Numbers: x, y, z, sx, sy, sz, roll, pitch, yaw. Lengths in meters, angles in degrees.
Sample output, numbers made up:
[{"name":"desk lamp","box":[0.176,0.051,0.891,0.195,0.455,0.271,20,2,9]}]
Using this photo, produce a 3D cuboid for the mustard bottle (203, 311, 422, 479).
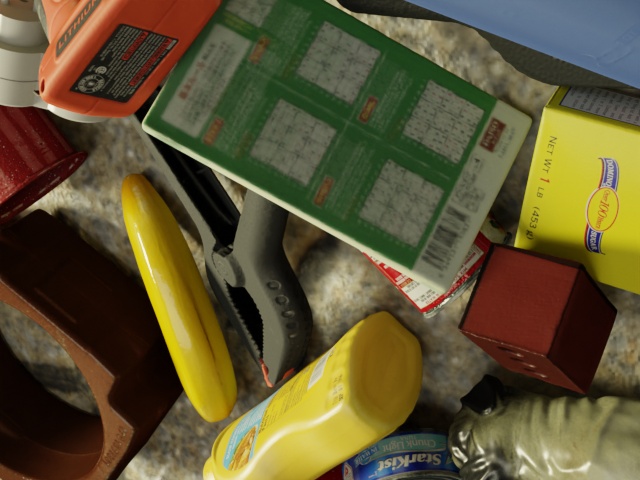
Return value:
[{"name":"mustard bottle","box":[-0.018,0.126,0.695,0.058,0.096,0.192,42,126,-11]}]

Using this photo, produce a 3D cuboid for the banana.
[{"name":"banana","box":[-0.094,0.052,0.726,0.070,0.037,0.198,27,137,59]}]

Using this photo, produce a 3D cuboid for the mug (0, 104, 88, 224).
[{"name":"mug","box":[-0.219,-0.062,0.720,0.081,0.093,0.117,53,166,-3]}]

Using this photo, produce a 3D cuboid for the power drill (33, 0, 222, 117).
[{"name":"power drill","box":[-0.113,-0.172,0.547,0.185,0.057,0.188,-45,54,34]}]

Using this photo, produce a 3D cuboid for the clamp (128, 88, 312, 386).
[{"name":"clamp","box":[-0.054,0.001,0.672,0.165,0.036,0.210,34,146,42]}]

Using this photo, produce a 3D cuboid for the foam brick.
[{"name":"foam brick","box":[0.116,0.042,0.562,0.053,0.051,0.078,15,167,34]}]

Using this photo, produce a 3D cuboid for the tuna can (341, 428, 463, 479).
[{"name":"tuna can","box":[0.057,0.155,0.693,0.086,0.034,0.086,-5,143,-4]}]

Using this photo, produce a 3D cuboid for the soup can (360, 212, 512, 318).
[{"name":"soup can","box":[0.047,-0.016,0.597,0.102,0.068,0.069,45,130,-1]}]

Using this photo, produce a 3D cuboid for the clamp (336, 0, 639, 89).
[{"name":"clamp","box":[0.086,-0.120,0.521,0.171,0.039,0.120,36,149,-6]}]
